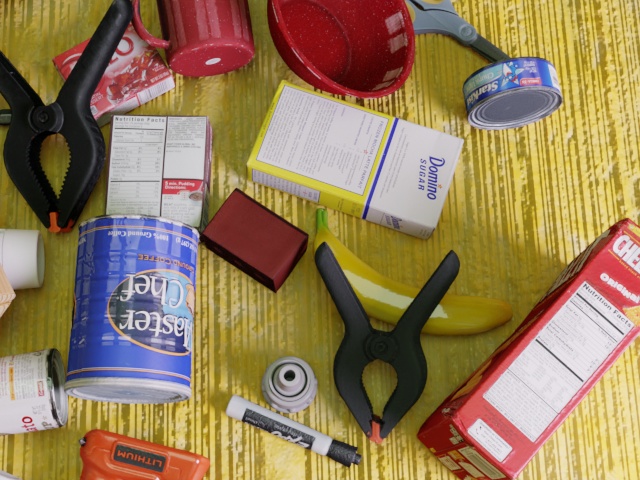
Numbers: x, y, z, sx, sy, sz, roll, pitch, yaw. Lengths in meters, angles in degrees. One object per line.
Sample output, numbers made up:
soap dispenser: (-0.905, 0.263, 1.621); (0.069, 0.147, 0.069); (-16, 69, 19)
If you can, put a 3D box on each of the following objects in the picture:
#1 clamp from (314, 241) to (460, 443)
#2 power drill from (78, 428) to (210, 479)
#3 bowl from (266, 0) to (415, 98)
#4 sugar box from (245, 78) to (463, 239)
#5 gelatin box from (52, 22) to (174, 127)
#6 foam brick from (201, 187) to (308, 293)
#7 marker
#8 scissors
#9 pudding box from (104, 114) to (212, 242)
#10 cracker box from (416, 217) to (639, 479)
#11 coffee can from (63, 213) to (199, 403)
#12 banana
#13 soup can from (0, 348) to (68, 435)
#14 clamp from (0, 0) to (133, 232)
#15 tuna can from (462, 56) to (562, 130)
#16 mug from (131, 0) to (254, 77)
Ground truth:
clamp: (0.042, 0.080, 0.896); (0.120, 0.039, 0.171); (13, 93, 12)
power drill: (-0.150, 0.256, 0.855); (0.184, 0.057, 0.187); (15, 74, 3)
bowl: (0.008, -0.192, 0.961); (0.161, 0.055, 0.162); (15, 63, -32)
sugar box: (0.030, -0.072, 0.960); (0.176, 0.048, 0.093); (20, 73, 1)
gelatin box: (-0.191, -0.155, 0.986); (0.089, 0.030, 0.073); (-30, 77, -10)
foam brick: (-0.056, 0.001, 0.933); (0.078, 0.053, 0.051); (33, 76, 9)
marker: (-0.022, 0.162, 0.904); (0.121, 0.020, 0.020); (23, 75, 5)
scissors: (0.118, -0.190, 1.010); (0.096, 0.016, 0.202); (-34, 77, -9)
pudding box: (-0.145, -0.056, 0.955); (0.090, 0.039, 0.113); (1, 72, 1)
cracker box: (0.178, 0.094, 0.854); (0.072, 0.164, 0.213); (42, 77, 8)
coffee can: (-0.155, 0.059, 0.887); (0.103, 0.103, 0.140); (2, 74, -1)
banana: (0.069, 0.041, 0.932); (0.198, 0.037, 0.069); (28, 78, 7)
soup can: (-0.266, 0.128, 0.884); (0.102, 0.068, 0.068); (-7, 74, -4)
clamp: (-0.228, -0.114, 0.938); (0.165, 0.036, 0.210); (-11, 90, 13)
tuna can: (0.172, -0.132, 0.959); (0.086, 0.086, 0.034); (-8, 73, -4)
mug: (-0.115, -0.200, 0.965); (0.117, 0.093, 0.081); (-3, 77, -32)
